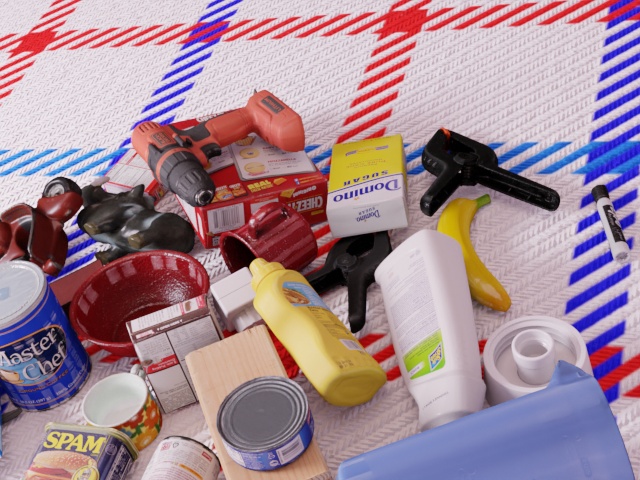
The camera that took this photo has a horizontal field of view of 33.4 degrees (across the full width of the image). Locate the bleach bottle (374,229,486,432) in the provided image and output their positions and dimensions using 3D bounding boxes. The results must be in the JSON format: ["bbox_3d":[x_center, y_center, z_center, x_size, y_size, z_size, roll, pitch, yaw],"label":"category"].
[{"bbox_3d":[0.114,0.111,1.077,0.103,0.068,0.251,-46,33,36],"label":"bleach bottle"}]

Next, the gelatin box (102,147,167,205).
[{"bbox_3d":[-0.244,-0.088,1.460,0.089,0.030,0.073,13,50,29],"label":"gelatin box"}]

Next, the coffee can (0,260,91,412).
[{"bbox_3d":[-0.328,0.107,1.186,0.103,0.140,0.103,-10,41,9],"label":"coffee can"}]

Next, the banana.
[{"bbox_3d":[0.168,0.008,1.202,0.070,0.037,0.198,-10,41,9],"label":"banana"}]

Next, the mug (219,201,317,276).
[{"bbox_3d":[-0.058,0.002,1.233,0.081,0.117,0.093,-35,53,-27],"label":"mug"}]

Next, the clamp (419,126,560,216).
[{"bbox_3d":[0.167,-0.082,1.276,0.164,0.036,0.210,-5,30,-17],"label":"clamp"}]

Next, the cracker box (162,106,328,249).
[{"bbox_3d":[-0.105,-0.086,1.360,0.164,0.072,0.214,-15,38,-17],"label":"cracker box"}]

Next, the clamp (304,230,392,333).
[{"bbox_3d":[0.022,0.038,1.220,0.120,0.039,0.171,11,41,23],"label":"clamp"}]

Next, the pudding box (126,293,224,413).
[{"bbox_3d":[-0.143,0.121,1.127,0.090,0.113,0.039,-21,38,-5],"label":"pudding box"}]

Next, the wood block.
[{"bbox_3d":[-0.056,0.191,1.037,0.090,0.090,0.206,-21,40,-6],"label":"wood block"}]

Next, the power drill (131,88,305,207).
[{"bbox_3d":[-0.116,-0.114,1.286,0.187,0.057,0.185,-20,39,-23],"label":"power drill"}]

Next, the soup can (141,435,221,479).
[{"bbox_3d":[-0.144,0.247,1.021,0.069,0.068,0.102,3,44,22],"label":"soup can"}]

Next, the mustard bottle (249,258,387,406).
[{"bbox_3d":[-0.016,0.086,1.107,0.058,0.096,0.192,-51,56,16],"label":"mustard bottle"}]

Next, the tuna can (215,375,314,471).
[{"bbox_3d":[-0.049,0.166,0.966,0.086,0.034,0.086,-9,41,8],"label":"tuna can"}]

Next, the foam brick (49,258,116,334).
[{"bbox_3d":[-0.284,0.070,1.280,0.078,0.053,0.051,-28,41,-10],"label":"foam brick"}]

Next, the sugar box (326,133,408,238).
[{"bbox_3d":[0.058,-0.069,1.296,0.093,0.048,0.176,-9,27,8],"label":"sugar box"}]

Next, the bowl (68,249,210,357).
[{"bbox_3d":[-0.199,0.081,1.209,0.162,0.055,0.162,-7,37,6],"label":"bowl"}]

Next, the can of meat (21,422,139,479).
[{"bbox_3d":[-0.247,0.237,1.078,0.102,0.057,0.084,2,47,22],"label":"can of meat"}]

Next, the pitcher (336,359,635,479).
[{"bbox_3d":[0.146,0.219,0.917,0.243,0.145,0.149,-18,28,5],"label":"pitcher"}]
